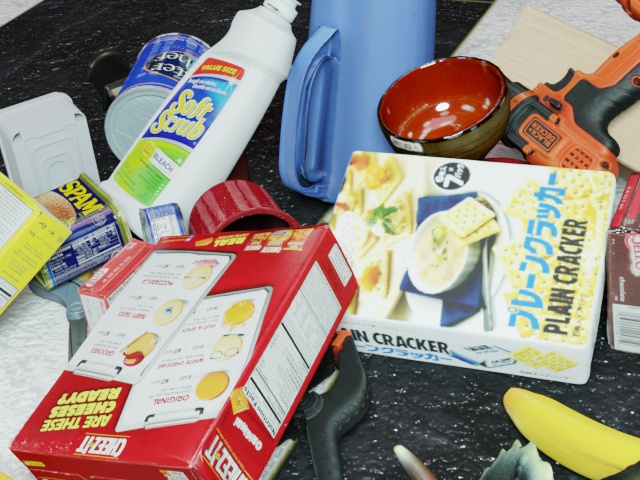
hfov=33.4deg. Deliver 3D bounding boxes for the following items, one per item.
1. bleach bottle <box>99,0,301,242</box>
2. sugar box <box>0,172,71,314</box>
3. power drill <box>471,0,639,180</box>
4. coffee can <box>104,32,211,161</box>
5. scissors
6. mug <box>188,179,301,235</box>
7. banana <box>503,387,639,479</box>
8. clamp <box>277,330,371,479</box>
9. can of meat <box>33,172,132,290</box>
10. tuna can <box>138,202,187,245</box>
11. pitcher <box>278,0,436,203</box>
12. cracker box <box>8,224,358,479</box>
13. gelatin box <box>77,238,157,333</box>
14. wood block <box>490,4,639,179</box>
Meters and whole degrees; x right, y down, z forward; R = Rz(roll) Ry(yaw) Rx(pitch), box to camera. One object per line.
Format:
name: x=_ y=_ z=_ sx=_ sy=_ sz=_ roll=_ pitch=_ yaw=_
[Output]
bleach bottle: x=-0.102 y=-0.118 z=0.974 sx=0.103 sy=0.251 sz=0.068 roll=39 pitch=10 yaw=37
sugar box: x=-0.293 y=0.033 z=0.876 sx=0.176 sy=0.048 sz=0.093 roll=-52 pitch=46 yaw=-6
power drill: x=0.226 y=-0.150 z=0.921 sx=0.185 sy=0.188 sz=0.057 roll=47 pitch=15 yaw=32
coffee can: x=-0.163 y=-0.146 z=1.136 sx=0.103 sy=0.103 sz=0.140 roll=-2 pitch=34 yaw=7
scissors: x=-0.225 y=0.059 z=0.918 sx=0.096 sy=0.016 sz=0.201 roll=-3 pitch=33 yaw=9
mug: x=-0.056 y=0.001 z=0.922 sx=0.117 sy=0.093 sz=0.081 roll=15 pitch=20 yaw=-26
banana: x=0.210 y=0.141 z=0.704 sx=0.198 sy=0.037 sz=0.069 roll=11 pitch=20 yaw=23
clamp: x=-0.022 y=0.128 z=0.760 sx=0.120 sy=0.039 sz=0.171 roll=7 pitch=36 yaw=14
can of meat: x=-0.227 y=-0.008 z=0.954 sx=0.083 sy=0.057 sz=0.102 roll=-27 pitch=37 yaw=-22
tuna can: x=-0.130 y=0.011 z=0.910 sx=0.033 sy=0.086 sz=0.086 roll=-12 pitch=34 yaw=-12
pitcher: x=0.038 y=-0.157 z=0.982 sx=0.145 sy=0.243 sz=0.149 roll=2 pitch=24 yaw=-1
cracker box: x=-0.088 y=0.086 z=0.746 sx=0.164 sy=0.072 sz=0.213 roll=-3 pitch=41 yaw=34
gelatin box: x=-0.151 y=0.055 z=0.843 sx=0.030 sy=0.089 sz=0.073 roll=9 pitch=37 yaw=27
wood block: x=0.261 y=-0.124 z=0.980 sx=0.206 sy=0.090 sz=0.091 roll=35 pitch=96 yaw=32
